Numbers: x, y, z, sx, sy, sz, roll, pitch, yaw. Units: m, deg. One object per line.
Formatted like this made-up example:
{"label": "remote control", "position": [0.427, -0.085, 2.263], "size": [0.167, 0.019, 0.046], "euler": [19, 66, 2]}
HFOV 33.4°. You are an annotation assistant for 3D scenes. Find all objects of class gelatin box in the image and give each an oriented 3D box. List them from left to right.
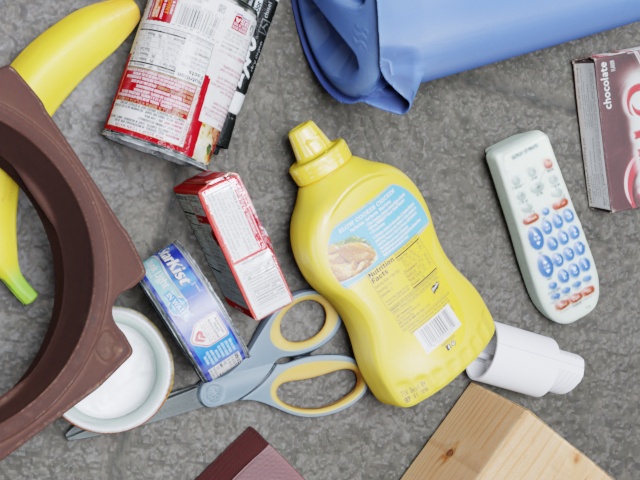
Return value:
{"label": "gelatin box", "position": [-0.054, 0.001, 0.664], "size": [0.030, 0.073, 0.089], "euler": [-26, 102, -15]}

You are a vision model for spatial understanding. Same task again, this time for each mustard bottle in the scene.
{"label": "mustard bottle", "position": [0.034, 0.007, 0.700], "size": [0.096, 0.058, 0.191], "euler": [-37, 105, -23]}

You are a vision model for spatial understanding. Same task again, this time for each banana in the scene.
{"label": "banana", "position": [-0.173, -0.064, 0.642], "size": [0.069, 0.037, 0.198], "euler": [21, 89, -33]}

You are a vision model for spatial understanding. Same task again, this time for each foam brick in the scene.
{"label": "foam brick", "position": [-0.050, 0.169, 0.693], "size": [0.078, 0.051, 0.053], "euler": [-43, 105, -10]}

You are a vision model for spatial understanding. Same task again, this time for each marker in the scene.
{"label": "marker", "position": [-0.050, -0.113, 0.683], "size": [0.020, 0.020, 0.121], "euler": [19, 89, -18]}

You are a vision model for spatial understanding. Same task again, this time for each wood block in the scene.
{"label": "wood block", "position": [0.090, 0.211, 0.721], "size": [0.090, 0.091, 0.206], "euler": [39, 83, -17]}

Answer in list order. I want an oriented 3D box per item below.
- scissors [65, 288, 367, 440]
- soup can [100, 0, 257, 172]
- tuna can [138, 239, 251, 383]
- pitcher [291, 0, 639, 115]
{"label": "scissors", "position": [-0.063, 0.079, 0.699], "size": [0.201, 0.016, 0.096], "euler": [1, 93, -18]}
{"label": "soup can", "position": [-0.085, -0.101, 0.648], "size": [0.068, 0.069, 0.102], "euler": [19, 89, -18]}
{"label": "tuna can", "position": [-0.080, 0.044, 0.654], "size": [0.033, 0.086, 0.086], "euler": [-32, 104, -10]}
{"label": "pitcher", "position": [0.105, -0.184, 0.677], "size": [0.242, 0.145, 0.149], "euler": [-15, 118, -19]}
